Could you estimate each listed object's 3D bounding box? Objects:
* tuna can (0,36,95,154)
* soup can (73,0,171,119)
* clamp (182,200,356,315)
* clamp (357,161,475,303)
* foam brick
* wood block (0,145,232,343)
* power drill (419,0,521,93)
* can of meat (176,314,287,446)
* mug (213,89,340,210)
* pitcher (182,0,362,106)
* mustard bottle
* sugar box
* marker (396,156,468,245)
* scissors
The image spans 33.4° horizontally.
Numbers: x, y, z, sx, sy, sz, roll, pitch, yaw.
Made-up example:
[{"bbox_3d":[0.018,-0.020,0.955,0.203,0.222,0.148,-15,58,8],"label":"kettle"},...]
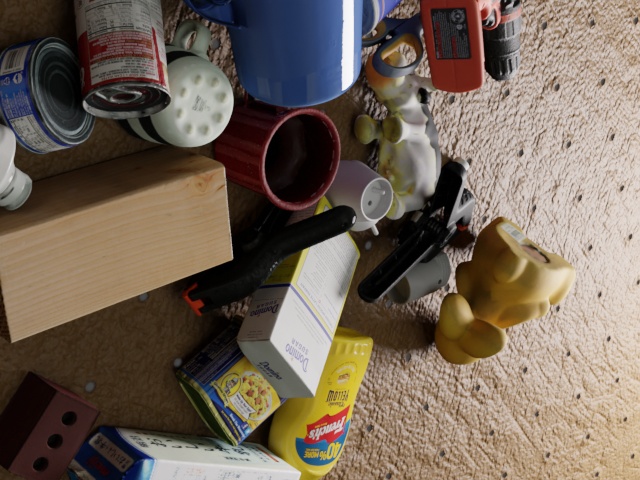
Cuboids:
[{"bbox_3d":[-0.208,-0.111,0.812,0.086,0.034,0.086,-10,90,-69],"label":"tuna can"},{"bbox_3d":[-0.154,-0.153,0.824,0.068,0.069,0.102,5,71,-43],"label":"soup can"},{"bbox_3d":[-0.056,0.001,0.991,0.171,0.120,0.039,-32,116,-4],"label":"clamp"},{"bbox_3d":[0.123,-0.021,1.105,0.165,0.036,0.209,-56,165,23],"label":"clamp"},{"bbox_3d":[-0.236,0.160,0.902,0.053,0.051,0.078,38,79,-43],"label":"foam brick"},{"bbox_3d":[-0.183,-0.004,0.865,0.205,0.090,0.091,-22,119,-36],"label":"wood block"},{"bbox_3d":[0.158,-0.220,1.076,0.187,0.057,0.184,-56,139,-51],"label":"power drill"},{"bbox_3d":[-0.082,0.138,1.031,0.083,0.058,0.102,-41,128,-21],"label":"can of meat"},{"bbox_3d":[-0.045,-0.092,0.963,0.093,0.082,0.117,-30,123,-31],"label":"mug"},{"bbox_3d":[-0.034,-0.226,0.839,0.145,0.149,0.243,-77,167,-46],"label":"pitcher"},{"bbox_3d":[-0.008,0.186,1.113,0.096,0.058,0.192,7,101,-49],"label":"mustard bottle"},{"bbox_3d":[-0.018,0.052,1.019,0.093,0.048,0.176,56,43,-38],"label":"sugar box"},{"bbox_3d":[0.123,-0.041,1.176,0.121,0.020,0.020,-52,132,-15],"label":"marker"},{"bbox_3d":[0.080,-0.222,1.065,0.201,0.096,0.016,-61,174,-48],"label":"scissors"}]
